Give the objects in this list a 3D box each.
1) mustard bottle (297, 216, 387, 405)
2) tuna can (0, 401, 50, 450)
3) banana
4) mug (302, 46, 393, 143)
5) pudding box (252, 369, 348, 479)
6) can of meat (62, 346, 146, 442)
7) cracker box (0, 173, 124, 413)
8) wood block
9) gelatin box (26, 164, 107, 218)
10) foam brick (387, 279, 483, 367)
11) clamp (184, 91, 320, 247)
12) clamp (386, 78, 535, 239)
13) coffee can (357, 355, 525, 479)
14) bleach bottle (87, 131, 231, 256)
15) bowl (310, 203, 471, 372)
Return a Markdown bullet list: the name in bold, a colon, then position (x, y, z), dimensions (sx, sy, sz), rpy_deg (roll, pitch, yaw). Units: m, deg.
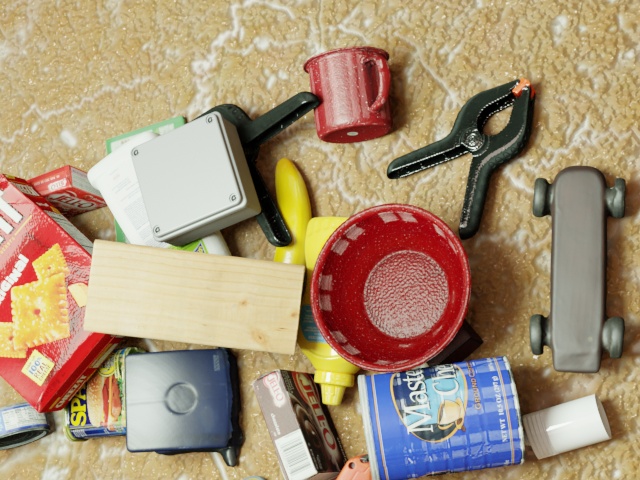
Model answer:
- **mustard bottle**: position (0.023, 0.074, 1.102), dimensions (0.096, 0.058, 0.191), rpy_deg (3, 81, 26)
- **tuna can**: position (-0.356, 0.215, 1.227), dimensions (0.086, 0.086, 0.034), rpy_deg (-24, 73, 18)
- **banana**: position (-0.042, 0.009, 1.155), dimensions (0.070, 0.037, 0.198), rpy_deg (14, 86, 25)
- **mug**: position (0.038, -0.153, 1.116), dimensions (0.117, 0.093, 0.081), rpy_deg (-20, 74, 56)
- **pudding box**: position (-0.019, 0.188, 1.080), dimensions (0.039, 0.090, 0.113), rpy_deg (-26, 71, 19)
- **can of meat**: position (-0.239, 0.172, 1.201), dimensions (0.084, 0.057, 0.102), rpy_deg (-9, 76, 20)
- **cracker box**: position (-0.316, 0.057, 1.165), dimensions (0.214, 0.072, 0.164), rpy_deg (41, 92, 10)
- **wood block**: position (-0.125, 0.056, 1.073), dimensions (0.206, 0.091, 0.090), rpy_deg (7, 88, -4)
- **gelatin box**: position (-0.297, -0.055, 1.252), dimensions (0.073, 0.089, 0.030), rpy_deg (-16, 73, 20)
- **foam brick**: position (0.114, 0.086, 1.062), dimensions (0.051, 0.053, 0.078), rpy_deg (-42, 66, 11)
- **clamp**: position (-0.081, -0.105, 1.162), dimensions (0.210, 0.036, 0.165), rpy_deg (31, 110, 42)
- **clamp**: position (0.149, -0.098, 1.091), dimensions (0.120, 0.039, 0.171), rpy_deg (33, 88, 21)
- **coffee can**: position (0.111, 0.168, 0.998), dimensions (0.140, 0.103, 0.103), rpy_deg (-8, 76, 3)
- **bleach bottle**: position (-0.160, 0.006, 1.179), dimensions (0.103, 0.068, 0.251), rpy_deg (-34, 71, 11)
- **bowl**: position (0.074, 0.048, 1.026), dimensions (0.162, 0.055, 0.162), rpy_deg (-5, 77, 23)
